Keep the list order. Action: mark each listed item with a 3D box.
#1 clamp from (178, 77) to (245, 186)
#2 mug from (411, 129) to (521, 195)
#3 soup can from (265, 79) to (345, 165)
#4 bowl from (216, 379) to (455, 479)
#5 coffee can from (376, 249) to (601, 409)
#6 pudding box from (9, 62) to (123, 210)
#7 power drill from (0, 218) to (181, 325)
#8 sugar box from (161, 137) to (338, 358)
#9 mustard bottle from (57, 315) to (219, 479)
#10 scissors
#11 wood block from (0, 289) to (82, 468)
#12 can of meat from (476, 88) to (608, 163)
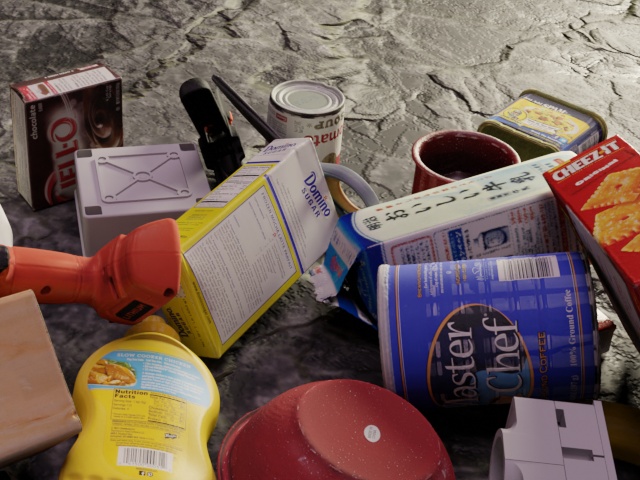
[{"bbox_3d":[-0.089,-0.087,0.924,0.036,0.164,0.210,-17,28,-1],"label":"clamp"},{"bbox_3d":[0.126,-0.044,0.929,0.093,0.081,0.117,22,39,23],"label":"mug"},{"bbox_3d":[-0.015,-0.083,0.950,0.068,0.102,0.068,4,35,-3],"label":"soup can"},{"bbox_3d":[0.021,0.135,0.653,0.162,0.055,0.162,15,31,-9],"label":"bowl"},{"bbox_3d":[0.114,0.062,0.733,0.140,0.103,0.102,-5,34,8],"label":"coffee can"},{"bbox_3d":[-0.218,-0.090,0.925,0.089,0.113,0.039,-22,44,-32],"label":"pudding box"},{"bbox_3d":[-0.185,0.011,0.654,0.187,0.185,0.057,6,74,-26],"label":"power drill"},{"bbox_3d":[-0.056,0.001,0.817,0.048,0.093,0.176,0,31,36],"label":"sugar box"},{"bbox_3d":[-0.114,0.115,0.692,0.096,0.058,0.191,10,34,-11],"label":"mustard bottle"},{"bbox_3d":[-0.016,-0.073,0.884,0.016,0.096,0.202,-38,92,-27],"label":"scissors"},{"bbox_3d":[-0.252,0.106,0.585,0.205,0.091,0.090,-17,82,-33],"label":"wood block"},{"bbox_3d":[0.213,-0.097,1.040,0.102,0.057,0.083,28,43,30],"label":"can of meat"}]
